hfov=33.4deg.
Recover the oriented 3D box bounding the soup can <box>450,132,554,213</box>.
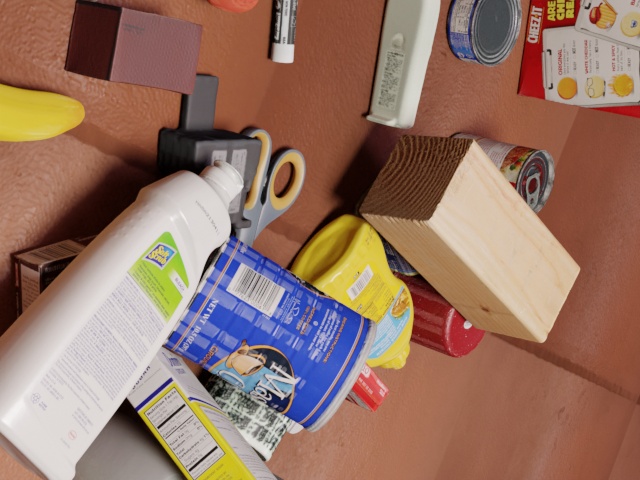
[{"bbox_3d":[0.179,-0.070,1.099,0.068,0.102,0.068,-21,119,-43],"label":"soup can"}]

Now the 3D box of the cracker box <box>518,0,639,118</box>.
[{"bbox_3d":[0.327,-0.217,1.121,0.071,0.214,0.164,-13,114,-47],"label":"cracker box"}]

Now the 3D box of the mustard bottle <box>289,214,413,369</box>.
[{"bbox_3d":[0.043,0.067,1.032,0.096,0.058,0.191,-51,136,-18],"label":"mustard bottle"}]

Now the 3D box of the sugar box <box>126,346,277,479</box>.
[{"bbox_3d":[-0.086,0.159,0.820,0.048,0.176,0.093,-43,159,-3],"label":"sugar box"}]

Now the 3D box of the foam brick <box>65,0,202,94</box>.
[{"bbox_3d":[-0.131,-0.137,0.760,0.078,0.051,0.053,3,102,-49],"label":"foam brick"}]

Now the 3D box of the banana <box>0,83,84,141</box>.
[{"bbox_3d":[-0.228,-0.105,0.674,0.197,0.037,0.069,40,75,-48],"label":"banana"}]

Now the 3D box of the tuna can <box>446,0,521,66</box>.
[{"bbox_3d":[0.165,-0.220,1.077,0.085,0.034,0.086,-21,119,-43],"label":"tuna can"}]

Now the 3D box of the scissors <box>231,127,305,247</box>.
[{"bbox_3d":[-0.056,0.001,0.928,0.096,0.016,0.202,-9,111,-47],"label":"scissors"}]

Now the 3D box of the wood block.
[{"bbox_3d":[0.141,0.000,0.988,0.205,0.091,0.090,43,68,-37],"label":"wood block"}]

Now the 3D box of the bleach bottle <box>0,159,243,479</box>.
[{"bbox_3d":[-0.137,0.044,0.754,0.250,0.068,0.102,-51,138,-24],"label":"bleach bottle"}]

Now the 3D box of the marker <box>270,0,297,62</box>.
[{"bbox_3d":[-0.027,-0.208,0.876,0.020,0.020,0.121,-11,113,-46],"label":"marker"}]

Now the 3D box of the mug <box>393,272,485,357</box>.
[{"bbox_3d":[0.121,0.062,1.100,0.093,0.082,0.117,-37,130,-34],"label":"mug"}]

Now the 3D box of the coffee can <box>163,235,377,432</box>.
[{"bbox_3d":[-0.041,0.073,0.847,0.140,0.103,0.102,32,77,-7],"label":"coffee can"}]

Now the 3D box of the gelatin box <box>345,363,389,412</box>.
[{"bbox_3d":[0.012,0.118,0.993,0.030,0.089,0.073,-56,138,-17],"label":"gelatin box"}]

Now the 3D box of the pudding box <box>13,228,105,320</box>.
[{"bbox_3d":[-0.171,0.042,0.795,0.113,0.039,0.090,-17,118,-44],"label":"pudding box"}]
